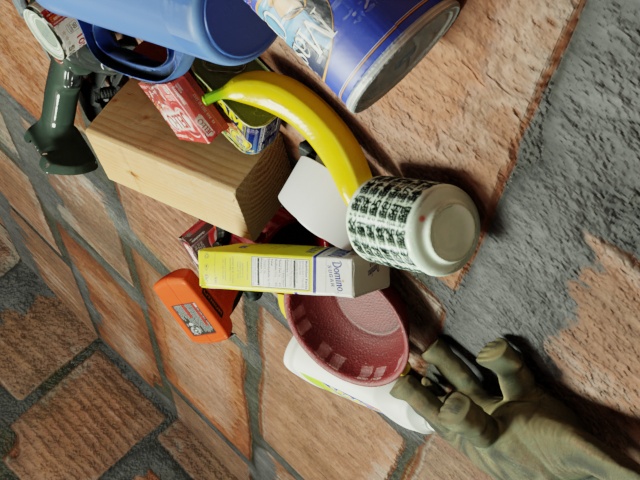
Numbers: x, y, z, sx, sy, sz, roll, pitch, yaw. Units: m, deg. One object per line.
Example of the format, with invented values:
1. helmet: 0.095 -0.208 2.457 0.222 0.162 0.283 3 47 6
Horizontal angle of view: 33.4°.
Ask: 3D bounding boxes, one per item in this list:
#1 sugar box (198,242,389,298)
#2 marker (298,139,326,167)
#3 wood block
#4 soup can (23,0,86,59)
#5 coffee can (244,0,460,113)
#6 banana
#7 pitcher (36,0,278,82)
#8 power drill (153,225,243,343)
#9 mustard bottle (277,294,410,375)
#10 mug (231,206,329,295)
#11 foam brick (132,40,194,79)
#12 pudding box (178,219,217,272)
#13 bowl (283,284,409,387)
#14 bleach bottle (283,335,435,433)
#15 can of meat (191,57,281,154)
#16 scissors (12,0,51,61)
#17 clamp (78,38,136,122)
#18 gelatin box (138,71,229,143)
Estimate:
1. sugar box: -0.027 0.028 1.087 0.176 0.093 0.048 0 95 26
2. marker: 0.023 -0.067 1.031 0.121 0.020 0.020 34 156 34
3. wood block: -0.141 -0.090 1.166 0.206 0.090 0.091 23 152 25
4. soup can: -0.258 -0.250 1.145 0.068 0.102 0.068 41 159 19
5. coffee can: 0.011 -0.172 0.731 0.140 0.102 0.103 46 161 5
6. banana: -0.014 -0.099 0.982 0.198 0.070 0.037 38 -166 11
7. pitcher: -0.141 -0.221 0.917 0.243 0.145 0.149 28 173 38
8. power drill: -0.123 0.013 1.257 0.057 0.187 0.184 -13 123 35
9. mustard bottle: 0.035 0.111 1.287 0.192 0.058 0.096 30 160 40
10. mug: -0.058 0.001 1.211 0.117 0.093 0.082 24 -176 -39
11. foam brick: -0.150 -0.182 1.123 0.078 0.053 0.051 34 157 34
12. pudding box: -0.121 0.012 1.376 0.039 0.090 0.113 33 157 43
13. bowl: 0.040 0.081 1.179 0.162 0.055 0.162 21 131 26
14. bleach bottle: 0.066 0.181 1.334 0.102 0.068 0.251 36 169 -38
15. can of meat: -0.081 -0.141 1.053 0.102 0.057 0.084 46 163 7
16. scissors: -0.396 -0.315 1.438 0.096 0.016 0.201 23 150 49
17. clamp: -0.269 -0.193 1.335 0.210 0.036 0.165 41 134 50
18. gelatin box: -0.136 -0.133 1.055 0.073 0.030 0.089 54 164 -23
